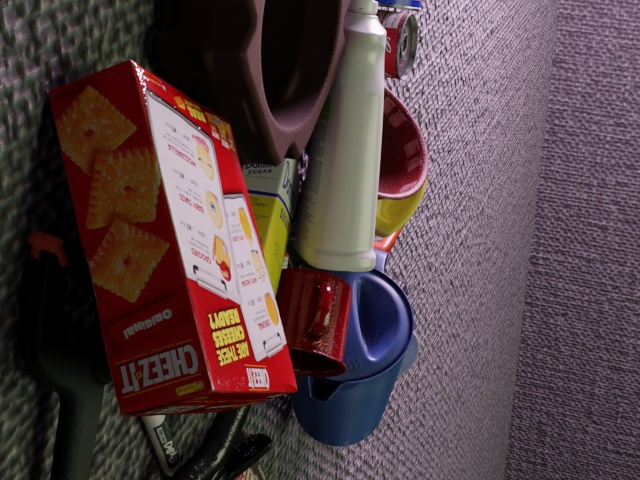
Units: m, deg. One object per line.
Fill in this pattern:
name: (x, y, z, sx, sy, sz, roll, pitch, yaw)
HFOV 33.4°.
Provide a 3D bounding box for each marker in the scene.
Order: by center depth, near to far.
marker: (-0.134, 0.179, 0.917, 0.121, 0.020, 0.020, 82, 26, -45)

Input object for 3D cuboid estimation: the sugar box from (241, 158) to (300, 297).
sugar box: (-0.056, 0.001, 0.951, 0.093, 0.048, 0.176, 81, 21, -63)

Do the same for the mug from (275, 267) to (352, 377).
mug: (-0.012, 0.072, 0.991, 0.117, 0.093, 0.081, 127, -25, -67)

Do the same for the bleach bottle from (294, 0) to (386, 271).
bleach bottle: (0.026, -0.104, 0.992, 0.103, 0.068, 0.251, -139, -126, -70)

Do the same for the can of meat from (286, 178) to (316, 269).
can of meat: (0.002, -0.010, 1.159, 0.102, 0.057, 0.084, 70, 32, -59)

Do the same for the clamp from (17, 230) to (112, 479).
clamp: (-0.157, 0.089, 0.728, 0.164, 0.036, 0.210, -48, 135, -29)

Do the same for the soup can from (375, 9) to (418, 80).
soup can: (0.042, -0.204, 1.091, 0.068, 0.102, 0.068, 11, 90, -72)

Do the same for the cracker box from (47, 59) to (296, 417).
cracker box: (-0.096, 0.007, 0.717, 0.164, 0.072, 0.214, 24, 49, -71)

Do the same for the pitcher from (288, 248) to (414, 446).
pitcher: (0.028, 0.127, 1.162, 0.243, 0.149, 0.145, 93, -28, -61)

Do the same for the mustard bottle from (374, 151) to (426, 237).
mustard bottle: (0.069, -0.047, 1.264, 0.096, 0.058, 0.192, -64, -173, -7)

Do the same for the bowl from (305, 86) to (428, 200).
bowl: (0.036, -0.101, 1.128, 0.055, 0.162, 0.162, -40, -166, 43)

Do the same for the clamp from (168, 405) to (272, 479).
clamp: (-0.097, 0.197, 0.933, 0.171, 0.039, 0.120, -49, 145, -40)
